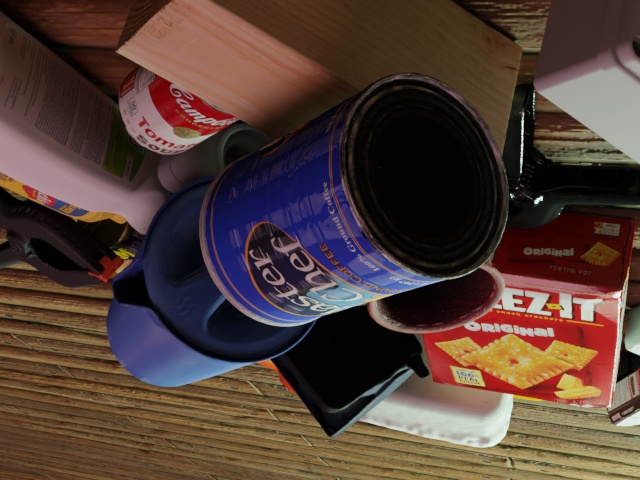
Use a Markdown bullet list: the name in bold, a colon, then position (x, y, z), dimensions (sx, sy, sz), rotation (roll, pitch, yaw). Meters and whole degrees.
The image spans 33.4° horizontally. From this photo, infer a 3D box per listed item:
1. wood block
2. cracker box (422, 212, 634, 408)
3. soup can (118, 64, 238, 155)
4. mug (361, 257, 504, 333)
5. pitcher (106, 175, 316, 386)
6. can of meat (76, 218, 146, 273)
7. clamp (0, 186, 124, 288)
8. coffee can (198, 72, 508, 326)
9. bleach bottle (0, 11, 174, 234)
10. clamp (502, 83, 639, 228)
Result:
- **wood block**: position (0.003, -0.108, 0.606), dimensions (0.205, 0.090, 0.090), rotation (26, 154, -26)
- **cracker box**: position (0.167, 0.058, 0.885), dimensions (0.164, 0.072, 0.213), rotation (7, 150, 17)
- **soup can**: position (-0.084, -0.101, 0.704), dimensions (0.068, 0.068, 0.102), rotation (27, 154, -27)
- **mug**: position (0.062, 0.010, 0.737), dimensions (0.117, 0.081, 0.093), rotation (-17, 145, 14)
- **pitcher**: position (-0.086, 0.046, 0.838), dimensions (0.149, 0.145, 0.243), rotation (34, 157, -9)
- **can of meat**: position (-0.171, 0.000, 0.999), dimensions (0.083, 0.057, 0.102), rotation (28, 154, -35)
- **clamp**: position (-0.268, 0.000, 0.980), dimensions (0.210, 0.036, 0.164), rotation (24, 145, 21)
- **coffee can**: position (0.013, -0.016, 0.561), dimensions (0.102, 0.102, 0.141), rotation (27, 153, -26)
- **bleach bottle**: position (-0.182, -0.067, 0.794), dimensions (0.068, 0.102, 0.250), rotation (-14, 145, 33)
- **clamp**: position (0.136, -0.050, 0.724), dimensions (0.120, 0.039, 0.172), rotation (40, 153, -17)
